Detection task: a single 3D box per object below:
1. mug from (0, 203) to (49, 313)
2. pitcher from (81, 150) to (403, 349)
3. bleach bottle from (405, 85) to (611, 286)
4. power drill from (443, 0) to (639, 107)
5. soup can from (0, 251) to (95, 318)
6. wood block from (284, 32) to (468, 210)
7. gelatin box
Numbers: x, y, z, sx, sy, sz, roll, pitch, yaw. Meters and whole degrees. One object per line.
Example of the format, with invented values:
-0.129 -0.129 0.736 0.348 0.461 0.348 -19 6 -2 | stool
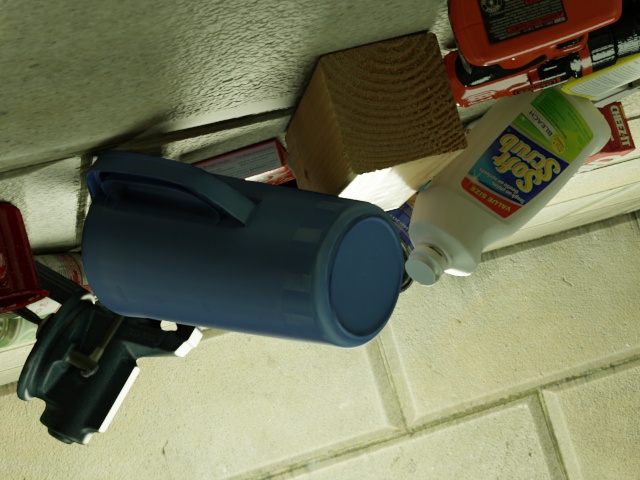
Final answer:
-0.281 0.016 0.892 0.093 0.081 0.117 -14 173 -23 | mug
-0.066 0.006 0.824 0.243 0.145 0.148 8 -170 38 | pitcher
0.155 -0.046 0.922 0.250 0.102 0.068 -48 -169 -33 | bleach bottle
0.168 -0.148 0.747 0.184 0.057 0.187 -18 173 12 | power drill
-0.302 0.048 1.161 0.069 0.068 0.102 -21 171 31 | soup can
0.036 -0.080 0.844 0.090 0.091 0.206 -14 173 -11 | wood block
-0.072 -0.062 0.985 0.089 0.030 0.073 -17 173 5 | gelatin box
